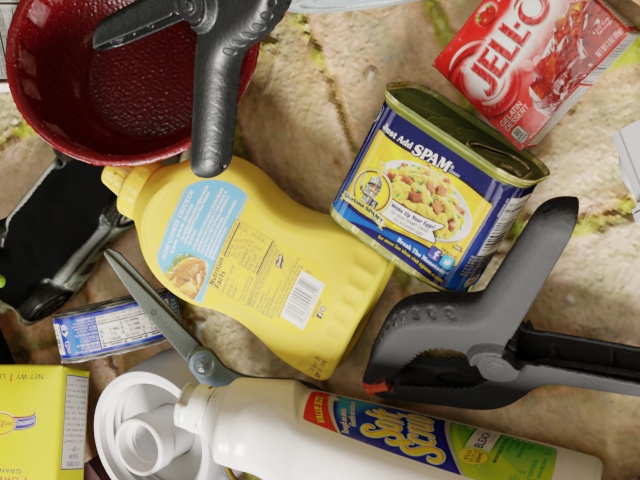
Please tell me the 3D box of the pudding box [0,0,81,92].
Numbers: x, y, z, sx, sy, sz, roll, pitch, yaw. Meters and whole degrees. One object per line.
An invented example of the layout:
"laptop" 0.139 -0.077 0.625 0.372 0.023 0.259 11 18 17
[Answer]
"pudding box" -0.195 -0.146 0.707 0.039 0.113 0.090 -6 95 35

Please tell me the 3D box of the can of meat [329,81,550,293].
"can of meat" 0.065 -0.029 0.613 0.102 0.057 0.084 36 116 19

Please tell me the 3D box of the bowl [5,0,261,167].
"bowl" -0.113 -0.115 0.677 0.162 0.055 0.162 -2 75 8

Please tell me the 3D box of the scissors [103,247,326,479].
"scissors" -0.055 0.078 0.691 0.096 0.016 0.202 -25 93 -2

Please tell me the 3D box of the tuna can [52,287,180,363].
"tuna can" -0.138 0.057 0.728 0.086 0.086 0.034 -12 91 31

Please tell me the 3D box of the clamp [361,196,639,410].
"clamp" 0.097 0.049 0.583 0.210 0.036 0.164 -14 132 39

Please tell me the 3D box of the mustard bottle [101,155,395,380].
"mustard bottle" -0.054 0.001 0.667 0.192 0.058 0.096 29 112 10

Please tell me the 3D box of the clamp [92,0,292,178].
"clamp" -0.068 -0.132 0.586 0.120 0.039 0.172 40 123 17

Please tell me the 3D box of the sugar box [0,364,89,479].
"sugar box" -0.213 0.175 0.735 0.093 0.048 0.176 -3 76 17

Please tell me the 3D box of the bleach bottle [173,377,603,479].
"bleach bottle" 0.029 0.131 0.617 0.251 0.102 0.068 13 107 17

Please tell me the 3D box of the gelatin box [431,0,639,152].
"gelatin box" 0.116 -0.105 0.585 0.073 0.030 0.089 48 118 14
